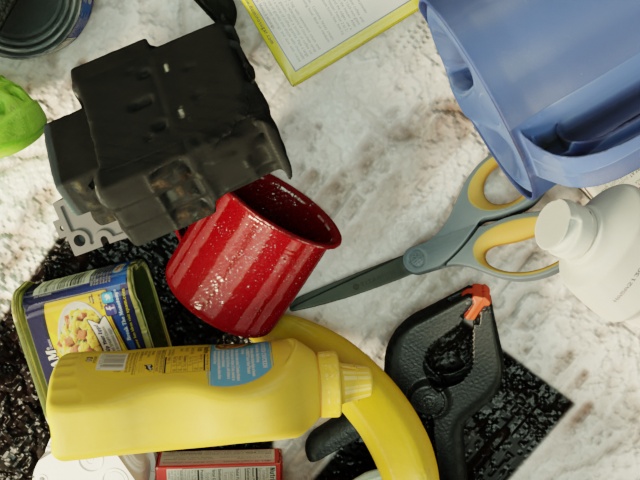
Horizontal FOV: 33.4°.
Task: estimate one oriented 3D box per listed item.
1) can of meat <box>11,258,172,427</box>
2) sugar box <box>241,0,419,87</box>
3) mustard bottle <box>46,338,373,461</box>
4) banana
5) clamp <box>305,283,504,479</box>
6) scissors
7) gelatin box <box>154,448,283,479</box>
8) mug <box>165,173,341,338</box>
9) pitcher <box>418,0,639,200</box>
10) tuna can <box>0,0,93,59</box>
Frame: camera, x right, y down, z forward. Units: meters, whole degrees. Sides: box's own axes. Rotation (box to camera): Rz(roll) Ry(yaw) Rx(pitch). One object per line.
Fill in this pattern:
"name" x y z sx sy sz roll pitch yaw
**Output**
"can of meat" -0.149 0.069 0.721 0.084 0.057 0.102 -14 102 5
"sugar box" 0.035 -0.179 0.656 0.176 0.048 0.093 -30 99 7
"mustard bottle" -0.064 0.093 0.651 0.191 0.096 0.058 -4 101 -4
"banana" 0.021 0.112 0.686 0.069 0.037 0.198 -36 67 6
"clamp" 0.062 0.104 0.721 0.120 0.039 0.171 14 106 -4
"scissors" 0.071 -0.007 0.703 0.202 0.016 0.096 -5 79 21
"gelatin box" -0.070 0.186 0.751 0.089 0.030 0.073 -2 103 -3
"mug" -0.055 0.001 0.688 0.117 0.093 0.082 41 109 24
"pitcher" 0.191 -0.130 0.601 0.243 0.145 0.149 -29 83 5
"tuna can" -0.190 -0.160 0.683 0.086 0.033 0.086 1 103 4
